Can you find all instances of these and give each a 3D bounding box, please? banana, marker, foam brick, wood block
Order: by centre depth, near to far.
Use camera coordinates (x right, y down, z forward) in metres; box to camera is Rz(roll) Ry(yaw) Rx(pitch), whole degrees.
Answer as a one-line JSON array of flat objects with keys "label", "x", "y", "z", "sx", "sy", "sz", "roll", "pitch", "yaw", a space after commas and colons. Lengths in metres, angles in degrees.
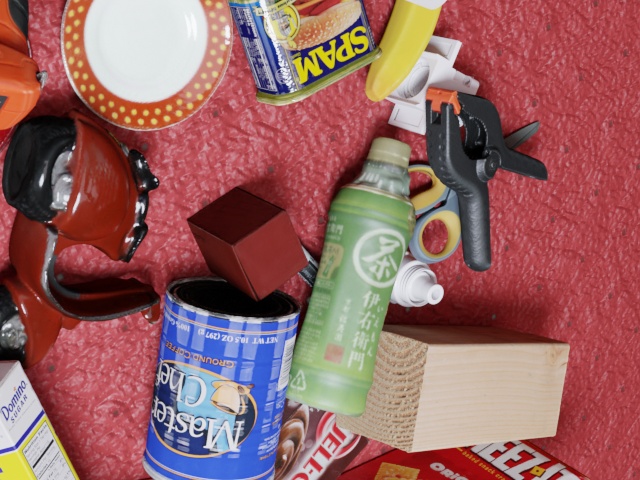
[{"label": "foam brick", "x": -0.055, "y": 0.001, "z": 0.805, "sx": 0.051, "sy": 0.078, "sz": 0.053, "roll": -34, "pitch": 122, "yaw": -20}, {"label": "banana", "x": 0.072, "y": -0.208, "z": 0.847, "sx": 0.069, "sy": 0.037, "sz": 0.198, "roll": -1, "pitch": 103, "yaw": -36}, {"label": "marker", "x": 0.008, "y": 0.044, "z": 0.902, "sx": 0.020, "sy": 0.020, "sz": 0.121, "roll": -50, "pitch": 127, "yaw": -11}, {"label": "wood block", "x": 0.120, "y": 0.125, "z": 0.941, "sx": 0.205, "sy": 0.090, "sz": 0.091, "roll": 5, "pitch": 94, "yaw": -45}]

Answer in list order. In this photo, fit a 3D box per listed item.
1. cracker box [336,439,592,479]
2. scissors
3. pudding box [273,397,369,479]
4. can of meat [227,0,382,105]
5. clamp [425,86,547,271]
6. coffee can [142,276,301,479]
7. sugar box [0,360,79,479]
[{"label": "cracker box", "x": 0.119, "y": 0.247, "z": 0.958, "sx": 0.213, "sy": 0.164, "sz": 0.072, "roll": -19, "pitch": 118, "yaw": -29}, {"label": "scissors", "x": 0.136, "y": -0.042, "z": 0.947, "sx": 0.201, "sy": 0.016, "sz": 0.096, "roll": -16, "pitch": 88, "yaw": -30}, {"label": "pudding box", "x": -0.021, "y": 0.180, "z": 0.915, "sx": 0.113, "sy": 0.039, "sz": 0.090, "roll": -45, "pitch": 125, "yaw": -15}, {"label": "can of meat", "x": -0.012, "y": -0.161, "z": 0.795, "sx": 0.102, "sy": 0.058, "sz": 0.084, "roll": -31, "pitch": 118, "yaw": -24}, {"label": "clamp", "x": 0.128, "y": -0.055, "z": 0.892, "sx": 0.171, "sy": 0.039, "sz": 0.120, "roll": 41, "pitch": 66, "yaw": -41}, {"label": "coffee can", "x": -0.076, "y": 0.109, "z": 0.811, "sx": 0.102, "sy": 0.103, "sz": 0.140, "roll": 0, "pitch": 105, "yaw": -35}, {"label": "sugar box", "x": -0.218, "y": 0.164, "z": 0.734, "sx": 0.048, "sy": 0.093, "sz": 0.176, "roll": -63, "pitch": 141, "yaw": -50}]
